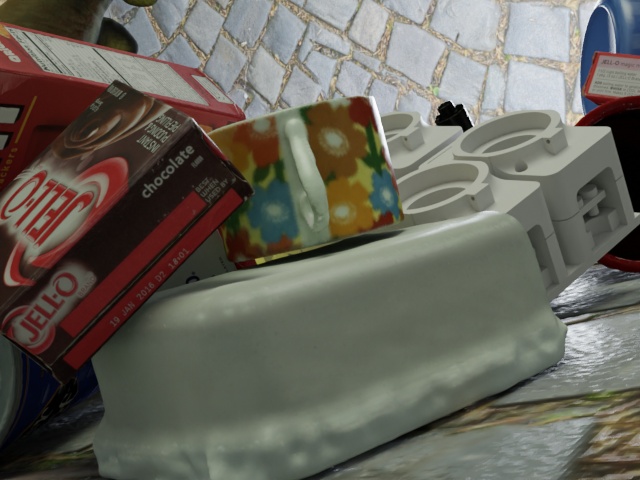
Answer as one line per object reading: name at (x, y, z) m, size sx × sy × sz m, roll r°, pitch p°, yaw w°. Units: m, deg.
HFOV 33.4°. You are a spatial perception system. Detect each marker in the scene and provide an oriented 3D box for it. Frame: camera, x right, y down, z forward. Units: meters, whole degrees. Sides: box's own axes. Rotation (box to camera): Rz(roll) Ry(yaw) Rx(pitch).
marker at (0.100, -0.028, 0.612) m, size 0.020 × 0.121 × 0.020 m, roll -29°, pitch 20°, yaw 12°

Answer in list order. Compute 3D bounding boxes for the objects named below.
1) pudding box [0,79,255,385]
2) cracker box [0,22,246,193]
pudding box at (-0.081, -0.009, 0.382) m, size 0.090 × 0.039 × 0.114 m, roll -45°, pitch 25°, yaw -6°
cracker box at (-0.163, -0.031, 0.613) m, size 0.213 × 0.164 × 0.072 m, roll 4°, pitch 32°, yaw -50°
